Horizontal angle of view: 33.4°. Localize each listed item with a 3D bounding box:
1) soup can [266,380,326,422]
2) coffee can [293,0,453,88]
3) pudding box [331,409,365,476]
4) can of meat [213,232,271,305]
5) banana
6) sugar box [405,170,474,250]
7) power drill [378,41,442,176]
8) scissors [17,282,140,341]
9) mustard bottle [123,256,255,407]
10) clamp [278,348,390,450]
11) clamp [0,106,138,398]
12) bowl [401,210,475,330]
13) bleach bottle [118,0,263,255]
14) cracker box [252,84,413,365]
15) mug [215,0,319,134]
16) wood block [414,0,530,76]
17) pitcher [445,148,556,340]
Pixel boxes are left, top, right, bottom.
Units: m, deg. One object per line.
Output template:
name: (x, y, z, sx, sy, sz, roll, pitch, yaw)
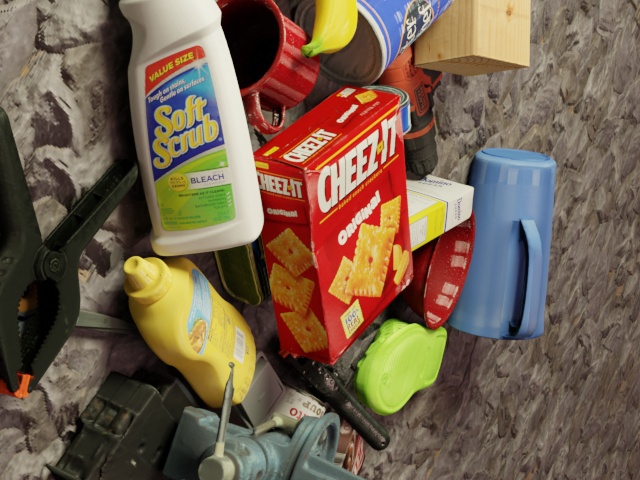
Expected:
soup can: (-0.045, 0.209, 1.144, 0.102, 0.069, 0.068, -62, 146, -16)
coffee can: (0.055, -0.230, 1.045, 0.140, 0.103, 0.103, -47, 140, -33)
pudding box: (0.021, 0.271, 1.267, 0.113, 0.039, 0.090, -65, 155, -43)
can of meat: (-0.057, 0.001, 1.035, 0.083, 0.058, 0.102, -43, 138, -35)
banana: (0.001, -0.244, 0.941, 0.069, 0.037, 0.198, 22, 55, -58)
sugar box: (0.090, -0.029, 1.204, 0.175, 0.093, 0.048, -23, 125, -49)
power drill: (0.138, -0.190, 1.228, 0.187, 0.057, 0.184, -51, 142, -29)
scissors: (-0.221, 0.076, 0.863, 0.201, 0.016, 0.096, 46, 64, -53)
mustard bottle: (-0.121, 0.070, 0.957, 0.191, 0.058, 0.096, 56, 30, -51)
clamp: (0.014, 0.166, 1.173, 0.039, 0.120, 0.171, -50, 140, -8)
clamp: (-0.217, 0.009, 0.797, 0.164, 0.036, 0.210, 33, 68, -56)
bowl: (0.138, 0.027, 1.326, 0.161, 0.055, 0.162, -44, 142, -49)
bleach bottle: (-0.116, -0.113, 0.870, 0.068, 0.102, 0.251, -84, 165, -61)
cracker box: (0.019, -0.016, 1.014, 0.164, 0.072, 0.214, -42, 136, -42)
mug: (-0.051, -0.149, 0.931, 0.081, 0.093, 0.117, 17, 61, -62)
wood block: (0.161, -0.286, 1.125, 0.090, 0.090, 0.206, 2, 89, -41)
pitcher: (0.248, 0.007, 1.413, 0.144, 0.149, 0.243, -15, 114, -56)
